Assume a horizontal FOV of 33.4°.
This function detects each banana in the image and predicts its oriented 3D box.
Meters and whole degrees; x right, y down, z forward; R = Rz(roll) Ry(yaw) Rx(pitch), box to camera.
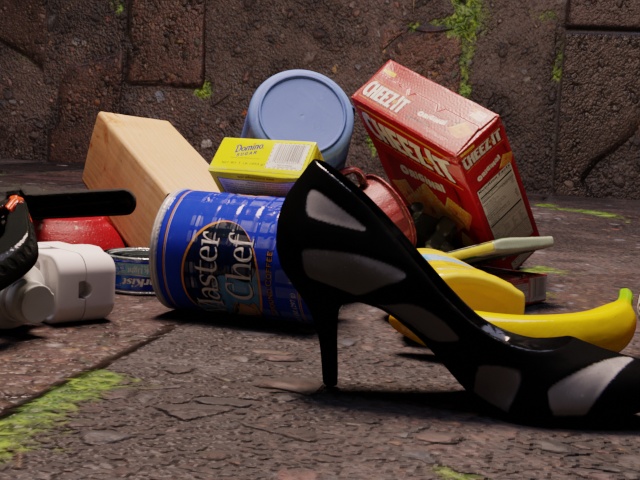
[{"bbox_3d":[0.151,0.066,0.775,0.197,0.037,0.070,-2,17,-14],"label":"banana"}]

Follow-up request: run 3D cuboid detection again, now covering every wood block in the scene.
[{"bbox_3d":[-0.175,-0.053,1.148,0.090,0.090,0.206,3,26,-35],"label":"wood block"}]

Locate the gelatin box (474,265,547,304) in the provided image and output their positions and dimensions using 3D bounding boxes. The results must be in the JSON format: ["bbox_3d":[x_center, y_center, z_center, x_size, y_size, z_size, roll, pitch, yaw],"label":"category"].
[{"bbox_3d":[0.167,0.044,1.032,0.073,0.030,0.089,7,6,38],"label":"gelatin box"}]

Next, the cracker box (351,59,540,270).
[{"bbox_3d":[0.136,-0.072,1.144,0.164,0.072,0.213,35,-16,41],"label":"cracker box"}]

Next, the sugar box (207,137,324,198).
[{"bbox_3d":[-0.024,-0.017,0.959,0.093,0.048,0.176,6,-33,25],"label":"sugar box"}]

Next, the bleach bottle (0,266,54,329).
[{"bbox_3d":[-0.293,0.026,0.841,0.251,0.068,0.102,11,10,37],"label":"bleach bottle"}]

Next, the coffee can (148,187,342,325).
[{"bbox_3d":[-0.055,0.013,0.878,0.140,0.103,0.102,6,7,19],"label":"coffee can"}]

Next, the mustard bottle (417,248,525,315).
[{"bbox_3d":[0.098,0.041,0.897,0.096,0.058,0.192,4,7,-8],"label":"mustard bottle"}]

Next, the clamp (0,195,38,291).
[{"bbox_3d":[-0.236,0.028,0.719,0.120,0.039,0.171,16,42,21],"label":"clamp"}]

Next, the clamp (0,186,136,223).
[{"bbox_3d":[-0.282,-0.032,1.013,0.164,0.036,0.210,-10,12,-31],"label":"clamp"}]

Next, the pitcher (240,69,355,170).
[{"bbox_3d":[-0.027,-0.093,1.175,0.145,0.149,0.243,1,-19,-8],"label":"pitcher"}]

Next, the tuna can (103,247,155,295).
[{"bbox_3d":[-0.164,0.028,1.001,0.086,0.034,0.086,3,6,-1],"label":"tuna can"}]

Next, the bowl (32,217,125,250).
[{"bbox_3d":[-0.269,0.002,1.093,0.162,0.055,0.162,3,7,-1],"label":"bowl"}]
